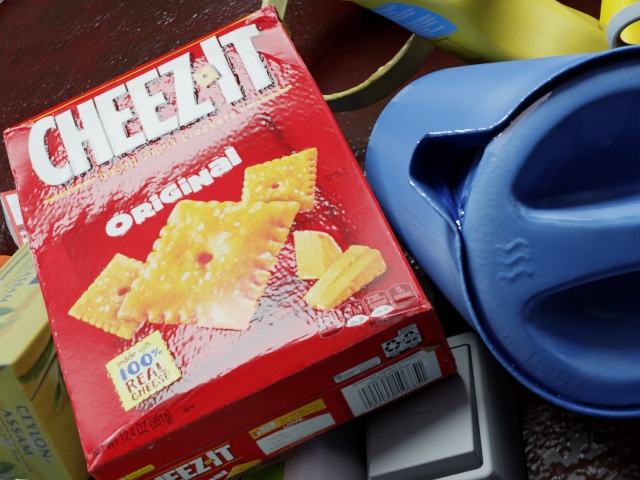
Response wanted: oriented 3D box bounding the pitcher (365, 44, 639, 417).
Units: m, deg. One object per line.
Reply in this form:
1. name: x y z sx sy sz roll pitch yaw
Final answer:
1. pitcher: 0.104 -0.018 0.485 0.145 0.149 0.243 -28 13 -3

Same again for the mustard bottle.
1. mustard bottle: 0.068 -0.136 0.592 0.058 0.191 0.096 -64 20 6

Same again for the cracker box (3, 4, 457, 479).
1. cracker box: -0.053 0.001 0.526 0.164 0.072 0.214 -25 55 0
